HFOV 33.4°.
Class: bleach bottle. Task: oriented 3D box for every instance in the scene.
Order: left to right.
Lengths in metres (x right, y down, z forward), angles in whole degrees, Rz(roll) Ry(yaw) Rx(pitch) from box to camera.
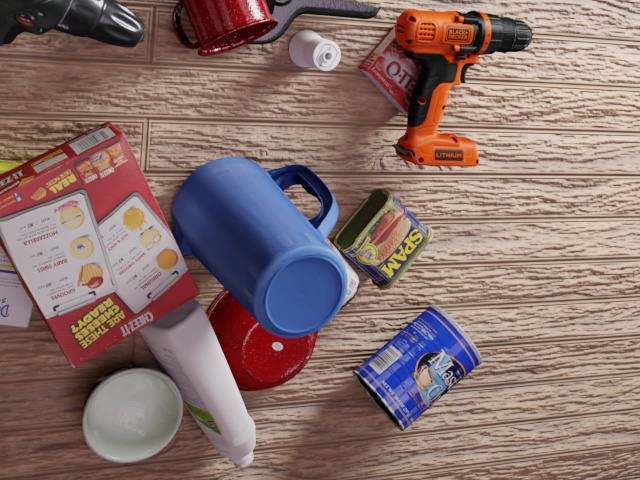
[{"bbox_3d":[-0.142,0.178,1.298,0.068,0.103,0.251,-39,126,-26],"label":"bleach bottle"}]

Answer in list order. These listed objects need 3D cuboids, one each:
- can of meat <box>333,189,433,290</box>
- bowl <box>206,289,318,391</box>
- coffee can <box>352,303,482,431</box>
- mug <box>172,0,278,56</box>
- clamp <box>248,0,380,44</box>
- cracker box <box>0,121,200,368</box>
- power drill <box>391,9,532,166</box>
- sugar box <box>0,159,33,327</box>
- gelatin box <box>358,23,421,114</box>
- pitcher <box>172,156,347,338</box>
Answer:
[{"bbox_3d":[0.078,-0.003,1.354,0.083,0.057,0.102,41,87,-27],"label":"can of meat"},{"bbox_3d":[-0.065,0.124,1.330,0.161,0.055,0.162,-8,110,-23],"label":"bowl"},{"bbox_3d":[0.128,0.167,1.407,0.140,0.103,0.102,-39,119,-8],"label":"coffee can"},{"bbox_3d":[-0.112,-0.248,1.142,0.093,0.117,0.081,-24,92,-56],"label":"mug"},{"bbox_3d":[-0.040,-0.278,1.213,0.210,0.036,0.164,-39,111,-7],"label":"clamp"},{"bbox_3d":[-0.249,0.003,1.146,0.164,0.072,0.213,-30,121,-15],"label":"cracker box"},{"bbox_3d":[0.167,-0.186,1.300,0.184,0.057,0.188,-1,107,-23],"label":"power drill"},{"bbox_3d":[-0.348,0.003,1.163,0.093,0.048,0.176,11,105,-29],"label":"sugar box"},{"bbox_3d":[0.102,-0.208,1.310,0.073,0.030,0.089,-49,120,-3],"label":"gelatin box"},{"bbox_3d":[-0.058,0.001,1.183,0.144,0.243,0.149,11,108,-31],"label":"pitcher"}]
